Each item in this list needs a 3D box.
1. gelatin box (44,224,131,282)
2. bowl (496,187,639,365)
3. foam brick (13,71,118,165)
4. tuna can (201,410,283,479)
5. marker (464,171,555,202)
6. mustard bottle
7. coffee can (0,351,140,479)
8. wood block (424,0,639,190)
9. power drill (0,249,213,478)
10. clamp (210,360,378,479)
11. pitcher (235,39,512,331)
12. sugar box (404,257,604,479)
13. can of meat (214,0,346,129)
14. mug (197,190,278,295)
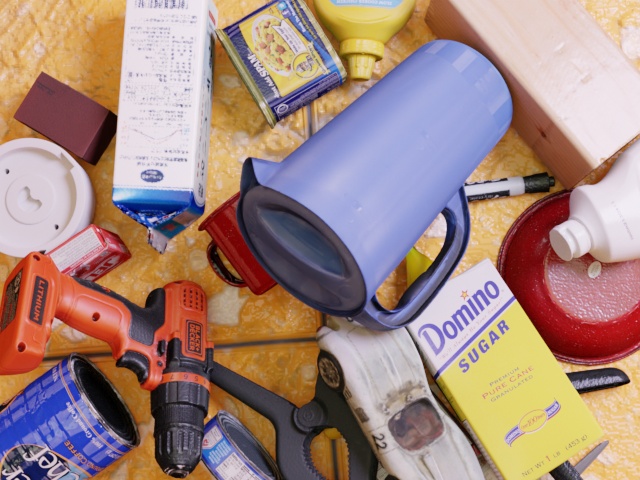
[{"bbox_3d":[-0.223,0.024,0.969,0.089,0.073,0.030,-33,80,1],"label":"gelatin box"},{"bbox_3d":[0.238,0.029,0.938,0.162,0.055,0.162,-1,84,5],"label":"bowl"},{"bbox_3d":[-0.234,-0.113,0.993,0.078,0.051,0.053,31,87,6],"label":"foam brick"},{"bbox_3d":[-0.072,0.192,0.935,0.034,0.086,0.086,-43,83,2],"label":"tuna can"},{"bbox_3d":[0.152,-0.046,0.969,0.121,0.020,0.020,-7,84,4],"label":"marker"},{"bbox_3d":[0.041,-0.241,0.976,0.096,0.058,0.191,3,85,1],"label":"mustard bottle"},{"bbox_3d":[-0.246,0.180,0.943,0.140,0.103,0.103,-35,83,1],"label":"coffee can"},{"bbox_3d":[0.193,-0.157,0.935,0.090,0.091,0.206,-38,83,-7],"label":"wood block"},{"bbox_3d":[-0.176,0.098,0.896,0.057,0.187,0.184,-40,41,38],"label":"power drill"},{"bbox_3d":[-0.016,0.154,0.937,0.165,0.036,0.210,-22,71,12],"label":"clamp"},{"bbox_3d":[0.060,-0.052,0.891,0.145,0.149,0.242,26,57,31],"label":"pitcher"},{"bbox_3d":[0.149,0.112,0.899,0.093,0.048,0.176,-31,79,-6],"label":"sugar box"},{"bbox_3d":[-0.035,-0.168,0.978,0.084,0.057,0.102,-31,84,-1],"label":"can of meat"},{"bbox_3d":[-0.056,0.001,0.956,0.117,0.093,0.081,-38,87,32],"label":"mug"}]
